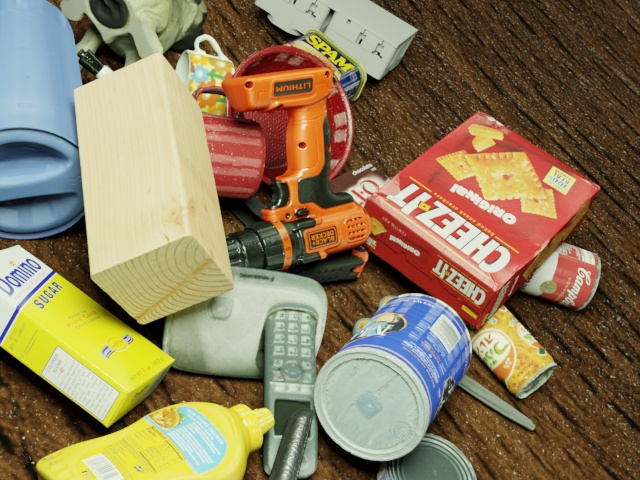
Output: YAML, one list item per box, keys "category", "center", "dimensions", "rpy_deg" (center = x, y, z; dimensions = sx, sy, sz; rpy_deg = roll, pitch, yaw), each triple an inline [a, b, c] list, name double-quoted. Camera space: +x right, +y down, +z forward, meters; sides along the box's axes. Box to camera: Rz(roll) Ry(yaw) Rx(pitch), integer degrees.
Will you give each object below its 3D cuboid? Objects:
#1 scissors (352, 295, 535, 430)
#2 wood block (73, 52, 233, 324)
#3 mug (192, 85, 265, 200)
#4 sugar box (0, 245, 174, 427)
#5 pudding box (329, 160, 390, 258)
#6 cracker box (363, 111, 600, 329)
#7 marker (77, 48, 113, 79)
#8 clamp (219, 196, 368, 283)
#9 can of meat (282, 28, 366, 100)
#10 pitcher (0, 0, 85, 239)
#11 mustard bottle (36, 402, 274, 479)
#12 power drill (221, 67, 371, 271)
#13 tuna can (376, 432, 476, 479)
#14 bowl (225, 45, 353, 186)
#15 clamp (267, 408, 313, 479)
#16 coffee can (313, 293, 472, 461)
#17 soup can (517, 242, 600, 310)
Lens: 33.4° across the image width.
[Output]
- category: "scissors"
  center: [0.128, 0.117, 1.074]
  dimensions: [0.201, 0.016, 0.096]
  rpy_deg: [23, 41, -5]
- category: "wood block"
  center: [-0.144, -0.047, 0.912]
  dimensions: [0.091, 0.090, 0.206]
  rpy_deg: [-22, 54, 9]
- category: "mug"
  center: [-0.104, -0.095, 1.054]
  dimensions: [0.081, 0.093, 0.117]
  rpy_deg: [4, 83, -23]
- category: "sugar box"
  center: [-0.216, 0.075, 0.889]
  dimensions: [0.176, 0.048, 0.093]
  rpy_deg: [37, 17, 6]
- category: "pudding box"
  center: [0.044, -0.030, 1.159]
  dimensions: [0.090, 0.039, 0.113]
  rpy_deg: [44, 44, 17]
- category: "cracker box"
  center: [0.166, -0.031, 1.114]
  dimensions: [0.164, 0.072, 0.213]
  rpy_deg: [37, 50, 19]
- category: "marker"
  center: [-0.210, -0.159, 1.132]
  dimensions: [0.121, 0.020, 0.020]
  rpy_deg: [42, 37, -21]
- category: "clamp"
  center: [-0.057, 0.001, 1.075]
  dimensions: [0.210, 0.036, 0.164]
  rpy_deg: [22, 42, -2]
- category: "can of meat"
  center: [-0.010, -0.200, 1.289]
  dimensions: [0.102, 0.058, 0.083]
  rpy_deg: [42, 46, 16]
- category: "pitcher"
  center: [-0.295, -0.130, 1.014]
  dimensions: [0.145, 0.149, 0.243]
  rpy_deg: [-22, 47, 6]
- category: "mustard bottle"
  center: [-0.117, 0.174, 0.838]
  dimensions: [0.191, 0.058, 0.096]
  rpy_deg: [-20, 38, -35]
- category: "power drill"
  center: [-0.042, -0.064, 1.006]
  dimensions: [0.184, 0.188, 0.057]
  rpy_deg: [-15, 15, -33]
- category: "tuna can"
  center: [0.093, 0.215, 0.943]
  dimensions: [0.086, 0.034, 0.086]
  rpy_deg: [15, 43, -14]
- category: "bowl"
  center: [-0.044, -0.128, 1.167]
  dimensions: [0.161, 0.055, 0.162]
  rpy_deg: [6, 79, -32]
- category: "clamp"
  center: [-0.033, 0.214, 0.859]
  dimensions: [0.171, 0.039, 0.120]
  rpy_deg: [-24, 72, -38]
- category: "coffee can"
  center: [0.067, 0.118, 0.952]
  dimensions: [0.103, 0.103, 0.140]
  rpy_deg: [36, 28, 9]
- category: "soup can"
  center: [0.249, 0.031, 1.186]
  dimensions: [0.102, 0.069, 0.068]
  rpy_deg: [18, 42, -10]
